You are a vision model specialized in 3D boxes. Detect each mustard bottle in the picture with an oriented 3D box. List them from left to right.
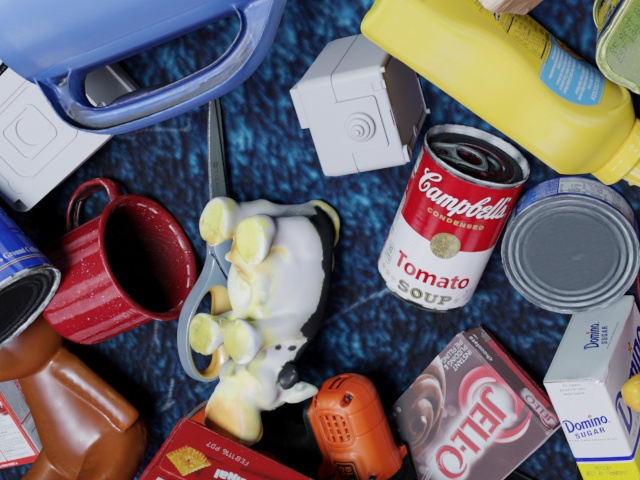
[{"bbox_3d":[0.117,-0.091,0.607,0.191,0.096,0.058,35,121,-5],"label":"mustard bottle"}]

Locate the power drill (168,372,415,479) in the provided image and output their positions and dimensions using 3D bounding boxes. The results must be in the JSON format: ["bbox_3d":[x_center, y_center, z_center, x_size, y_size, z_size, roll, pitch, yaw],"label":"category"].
[{"bbox_3d":[-0.013,0.186,0.794,0.188,0.057,0.184,-7,107,35],"label":"power drill"}]

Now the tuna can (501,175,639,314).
[{"bbox_3d":[0.160,0.002,0.684,0.086,0.033,0.086,7,120,12],"label":"tuna can"}]

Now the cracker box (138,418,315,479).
[{"bbox_3d":[-0.037,0.230,0.734,0.164,0.072,0.214,22,141,13],"label":"cracker box"}]

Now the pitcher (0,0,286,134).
[{"bbox_3d":[-0.073,-0.171,0.599,0.243,0.145,0.149,-14,132,19],"label":"pitcher"}]

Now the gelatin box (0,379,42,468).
[{"bbox_3d":[-0.276,0.149,0.897,0.073,0.030,0.089,-16,113,25],"label":"gelatin box"}]

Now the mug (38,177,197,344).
[{"bbox_3d":[-0.152,0.013,0.757,0.082,0.093,0.117,-24,80,31],"label":"mug"}]

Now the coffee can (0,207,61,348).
[{"bbox_3d":[-0.255,0.004,0.697,0.140,0.102,0.103,46,122,9],"label":"coffee can"}]

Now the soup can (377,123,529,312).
[{"bbox_3d":[0.082,-0.013,0.678,0.068,0.068,0.102,21,123,4],"label":"soup can"}]

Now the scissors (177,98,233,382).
[{"bbox_3d":[-0.055,0.001,0.748,0.016,0.096,0.202,16,98,49],"label":"scissors"}]

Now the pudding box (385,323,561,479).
[{"bbox_3d":[0.104,0.128,0.749,0.090,0.039,0.114,49,126,20],"label":"pudding box"}]
